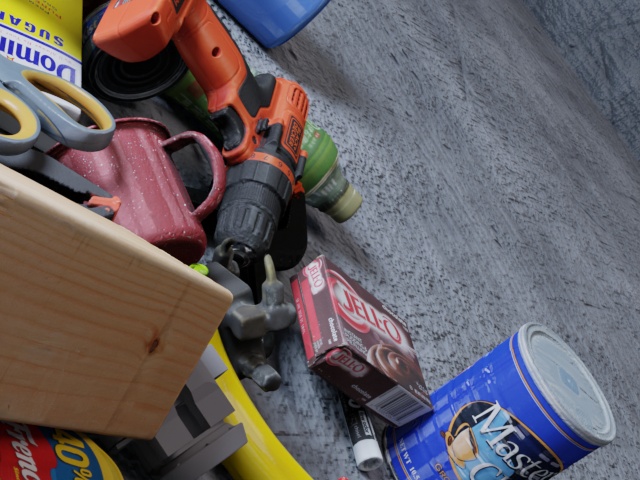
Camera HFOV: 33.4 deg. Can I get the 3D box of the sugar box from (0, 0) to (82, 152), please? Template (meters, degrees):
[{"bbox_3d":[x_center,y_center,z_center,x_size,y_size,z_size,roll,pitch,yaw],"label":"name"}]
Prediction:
[{"bbox_3d":[-0.212,-0.147,0.738,0.093,0.048,0.176,30,29,-34],"label":"sugar box"}]

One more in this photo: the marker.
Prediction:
[{"bbox_3d":[0.022,0.116,0.795,0.020,0.020,0.121,29,31,-39],"label":"marker"}]

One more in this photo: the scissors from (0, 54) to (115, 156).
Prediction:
[{"bbox_3d":[-0.209,-0.102,0.612,0.202,0.016,0.096,31,32,13],"label":"scissors"}]

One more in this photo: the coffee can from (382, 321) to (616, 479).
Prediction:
[{"bbox_3d":[0.132,0.142,0.798,0.102,0.140,0.103,39,26,-23],"label":"coffee can"}]

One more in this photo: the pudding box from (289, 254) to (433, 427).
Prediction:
[{"bbox_3d":[0.029,0.075,0.783,0.113,0.039,0.090,42,24,-39],"label":"pudding box"}]

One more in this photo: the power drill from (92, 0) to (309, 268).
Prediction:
[{"bbox_3d":[-0.077,-0.096,0.747,0.187,0.057,0.184,55,30,-35],"label":"power drill"}]

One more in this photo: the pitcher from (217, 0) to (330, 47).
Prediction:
[{"bbox_3d":[-0.094,-0.319,1.101,0.242,0.145,0.149,46,44,-17],"label":"pitcher"}]

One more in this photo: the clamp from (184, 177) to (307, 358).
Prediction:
[{"bbox_3d":[-0.055,0.001,0.807,0.164,0.036,0.209,54,28,5],"label":"clamp"}]

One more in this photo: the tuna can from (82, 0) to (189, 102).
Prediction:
[{"bbox_3d":[-0.140,-0.145,0.812,0.086,0.086,0.034,17,42,-52],"label":"tuna can"}]

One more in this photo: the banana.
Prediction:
[{"bbox_3d":[-0.043,0.112,0.632,0.037,0.070,0.198,-29,85,-31],"label":"banana"}]

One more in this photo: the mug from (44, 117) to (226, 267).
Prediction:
[{"bbox_3d":[-0.110,-0.021,0.653,0.081,0.117,0.093,64,6,19],"label":"mug"}]

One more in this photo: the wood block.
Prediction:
[{"bbox_3d":[-0.132,0.023,0.470,0.090,0.091,0.206,29,-4,23],"label":"wood block"}]
